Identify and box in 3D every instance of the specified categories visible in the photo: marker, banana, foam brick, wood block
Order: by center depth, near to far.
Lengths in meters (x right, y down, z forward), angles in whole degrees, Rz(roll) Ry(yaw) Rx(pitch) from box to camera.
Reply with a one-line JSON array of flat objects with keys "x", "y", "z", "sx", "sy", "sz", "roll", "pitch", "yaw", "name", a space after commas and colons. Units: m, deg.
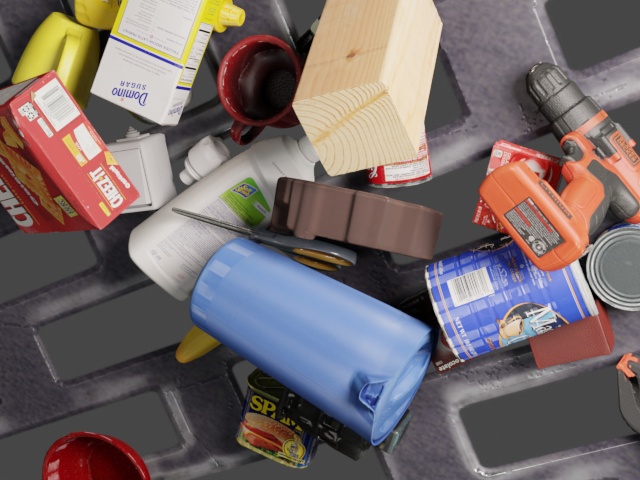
[{"x": 0.049, "y": -0.168, "z": 1.005, "sx": 0.091, "sy": 0.206, "sz": 0.090, "roll": -10, "pitch": 131, "yaw": 24, "name": "wood block"}, {"x": 0.255, "y": 0.092, "z": 1.091, "sx": 0.078, "sy": 0.051, "sz": 0.053, "roll": -15, "pitch": 98, "yaw": 25, "name": "foam brick"}, {"x": 0.016, "y": -0.239, "z": 1.110, "sx": 0.020, "sy": 0.020, "sz": 0.121, "roll": 48, "pitch": 117, "yaw": 3, "name": "marker"}, {"x": -0.084, "y": 0.099, "z": 1.230, "sx": 0.198, "sy": 0.037, "sz": 0.069, "roll": -8, "pitch": 64, "yaw": 27, "name": "banana"}]

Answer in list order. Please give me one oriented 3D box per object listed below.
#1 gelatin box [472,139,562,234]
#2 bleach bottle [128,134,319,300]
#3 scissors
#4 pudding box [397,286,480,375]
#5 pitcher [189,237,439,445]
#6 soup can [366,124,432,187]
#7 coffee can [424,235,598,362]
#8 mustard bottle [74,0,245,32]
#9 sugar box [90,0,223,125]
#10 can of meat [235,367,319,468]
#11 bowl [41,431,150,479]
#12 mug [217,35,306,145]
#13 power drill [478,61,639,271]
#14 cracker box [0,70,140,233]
[{"x": 0.202, "y": -0.049, "z": 1.082, "sx": 0.073, "sy": 0.030, "sz": 0.089, "roll": 19, "pitch": 112, "yaw": 16, "name": "gelatin box"}, {"x": -0.092, "y": -0.036, "z": 1.186, "sx": 0.251, "sy": 0.068, "sz": 0.102, "roll": -33, "pitch": 123, "yaw": 21, "name": "bleach bottle"}, {"x": -0.058, "y": 0.001, "z": 1.163, "sx": 0.202, "sy": 0.096, "sz": 0.016, "roll": 13, "pitch": 76, "yaw": 9, "name": "scissors"}, {"x": 0.154, "y": 0.078, "z": 1.135, "sx": 0.114, "sy": 0.039, "sz": 0.090, "roll": -30, "pitch": 92, "yaw": 26, "name": "pudding box"}, {"x": -0.006, "y": 0.095, "z": 1.104, "sx": 0.243, "sy": 0.144, "sz": 0.149, "roll": 28, "pitch": 149, "yaw": 19, "name": "pitcher"}, {"x": 0.076, "y": -0.110, "z": 1.096, "sx": 0.069, "sy": 0.068, "sz": 0.102, "roll": -2, "pitch": 104, "yaw": 23, "name": "soup can"}, {"x": 0.186, "y": 0.048, "z": 1.042, "sx": 0.140, "sy": 0.102, "sz": 0.103, "roll": -22, "pitch": 96, "yaw": 14, "name": "coffee can"}, {"x": -0.171, "y": -0.262, "z": 1.159, "sx": 0.192, "sy": 0.058, "sz": 0.096, "roll": 17, "pitch": 101, "yaw": 17, "name": "mustard bottle"}, {"x": -0.164, "y": -0.217, "z": 1.104, "sx": 0.093, "sy": 0.048, "sz": 0.176, "roll": 26, "pitch": 104, "yaw": 15, "name": "sugar box"}, {"x": -0.044, "y": 0.208, "z": 1.246, "sx": 0.102, "sy": 0.057, "sz": 0.084, "roll": 22, "pitch": 115, "yaw": 16, "name": "can of meat"}, {"x": -0.275, "y": 0.310, "z": 1.372, "sx": 0.162, "sy": 0.055, "sz": 0.162, "roll": 6, "pitch": 107, "yaw": 21, "name": "bowl"}, {"x": -0.056, "y": -0.151, "z": 1.118, "sx": 0.093, "sy": 0.081, "sz": 0.117, "roll": 32, "pitch": 99, "yaw": 17, "name": "mug"}, {"x": 0.224, "y": -0.068, "z": 0.984, "sx": 0.184, "sy": 0.187, "sz": 0.057, "roll": 51, "pitch": 138, "yaw": 4, "name": "power drill"}, {"x": -0.315, "y": -0.090, "z": 1.188, "sx": 0.214, "sy": 0.072, "sz": 0.164, "roll": -2, "pitch": 126, "yaw": 52, "name": "cracker box"}]
